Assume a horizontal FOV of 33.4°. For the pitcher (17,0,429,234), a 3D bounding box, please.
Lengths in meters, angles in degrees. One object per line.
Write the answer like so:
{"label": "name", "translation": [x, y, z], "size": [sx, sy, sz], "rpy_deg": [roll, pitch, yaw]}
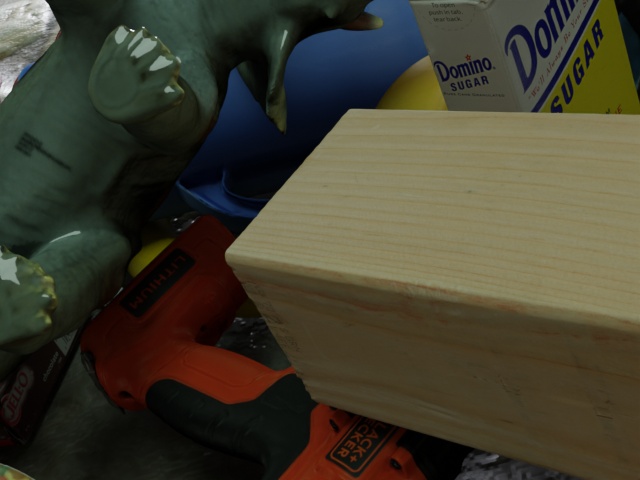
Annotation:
{"label": "pitcher", "translation": [-0.046, -0.077, 0.632], "size": [0.243, 0.145, 0.149], "rpy_deg": [-17, 12, -1]}

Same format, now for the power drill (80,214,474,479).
{"label": "power drill", "translation": [-0.007, 0.053, 0.497], "size": [0.188, 0.057, 0.184], "rpy_deg": [25, 60, 38]}

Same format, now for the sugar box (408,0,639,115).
{"label": "sugar box", "translation": [0.107, -0.058, 0.493], "size": [0.048, 0.176, 0.093], "rpy_deg": [11, 48, 41]}

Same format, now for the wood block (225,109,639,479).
{"label": "wood block", "translation": [0.080, 0.018, 0.365], "size": [0.207, 0.090, 0.090], "rpy_deg": [8, 48, 43]}

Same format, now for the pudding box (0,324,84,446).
{"label": "pudding box", "translation": [-0.196, 0.071, 0.628], "size": [0.090, 0.039, 0.113], "rpy_deg": [-10, 36, 22]}

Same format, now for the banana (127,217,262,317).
{"label": "banana", "translation": [-0.070, 0.011, 0.633], "size": [0.069, 0.037, 0.198], "rpy_deg": [-41, 37, -20]}
